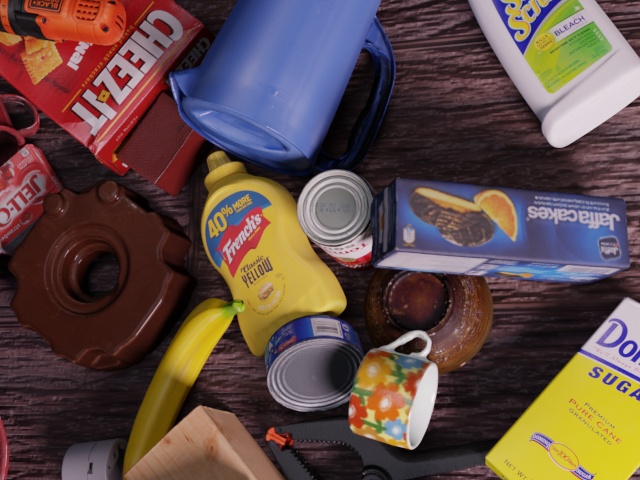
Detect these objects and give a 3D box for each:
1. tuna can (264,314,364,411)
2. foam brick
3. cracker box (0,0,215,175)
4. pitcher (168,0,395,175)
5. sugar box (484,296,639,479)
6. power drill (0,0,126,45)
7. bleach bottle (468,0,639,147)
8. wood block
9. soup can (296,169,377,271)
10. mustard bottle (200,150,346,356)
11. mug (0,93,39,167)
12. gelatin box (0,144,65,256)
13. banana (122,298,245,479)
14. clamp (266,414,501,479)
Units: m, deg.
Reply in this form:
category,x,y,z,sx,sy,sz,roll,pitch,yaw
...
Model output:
category,x,y,z,sx,sy,sz,roll,pitch,yaw
tuna can,-0.004,0.104,0.905,0.086,0.086,0.034,-25,38,10
foam brick,-0.143,-0.090,1.013,0.053,0.051,0.078,36,89,20
cracker box,-0.227,-0.194,1.052,0.214,0.072,0.164,39,89,21
pitcher,-0.011,-0.184,0.960,0.145,0.149,0.242,18,76,30
sugar box,0.221,0.137,0.837,0.093,0.048,0.176,40,83,20
power drill,-0.254,-0.280,1.014,0.184,0.057,0.187,12,81,12
bleach bottle,0.175,-0.208,0.941,0.102,0.068,0.251,-34,68,6
wood block,-0.057,0.247,0.884,0.090,0.090,0.206,-43,69,3
soup can,0.025,-0.016,0.917,0.068,0.102,0.068,-4,76,15
mustard bottle,-0.057,0.001,0.959,0.096,0.058,0.192,-37,67,26
mug,-0.341,-0.117,1.066,0.117,0.093,0.081,-18,64,-21
gelatin box,-0.299,-0.040,1.058,0.089,0.030,0.073,-38,70,5
banana,-0.129,0.126,0.951,0.037,0.069,0.198,27,97,-11
clamp,0.055,0.198,0.891,0.210,0.036,0.164,31,86,17
